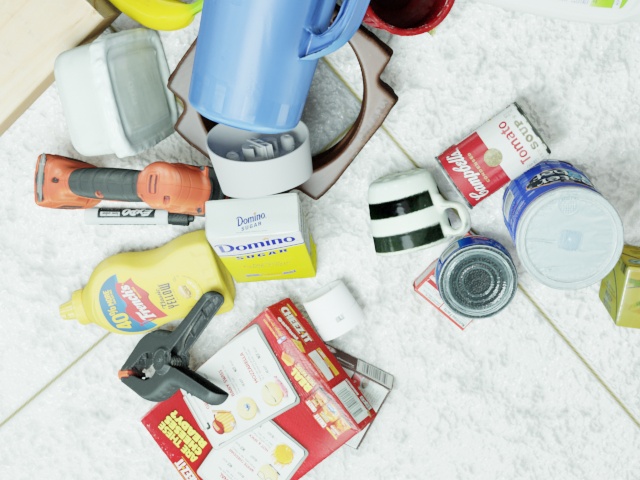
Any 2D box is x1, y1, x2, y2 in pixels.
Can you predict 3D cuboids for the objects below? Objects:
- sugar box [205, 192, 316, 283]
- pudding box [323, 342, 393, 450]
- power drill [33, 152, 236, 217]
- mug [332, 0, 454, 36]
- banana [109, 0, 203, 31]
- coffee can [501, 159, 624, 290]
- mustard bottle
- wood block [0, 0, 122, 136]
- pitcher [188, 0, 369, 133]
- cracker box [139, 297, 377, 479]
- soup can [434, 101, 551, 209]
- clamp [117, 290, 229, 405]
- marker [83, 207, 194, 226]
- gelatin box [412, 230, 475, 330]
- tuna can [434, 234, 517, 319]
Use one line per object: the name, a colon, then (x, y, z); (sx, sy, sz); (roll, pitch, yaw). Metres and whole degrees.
sugar box: (-0.057, 0.002, 1.096); (0.093, 0.176, 0.048); (-5, 76, 5)
pudding box: (0.013, 0.173, 1.208); (0.113, 0.039, 0.090); (27, 108, -1)
power drill: (-0.185, -0.056, 1.109); (0.188, 0.184, 0.057); (3, 87, 22)
mug: (0.062, -0.231, 0.998); (0.117, 0.081, 0.093); (-37, 106, -3)
banana: (-0.196, -0.269, 1.085); (0.198, 0.037, 0.070); (37, 114, 10)
coffee can: (0.242, -0.019, 1.086); (0.103, 0.140, 0.103); (1, 106, 3)
mustard bottle: (-0.197, 0.056, 1.177); (0.192, 0.058, 0.096); (-15, 122, 9)
wood block: (-0.314, -0.193, 1.099); (0.206, 0.091, 0.090); (-42, 100, 13)
pitcher: (-0.037, -0.222, 0.963); (0.145, 0.149, 0.243); (11, 109, -11)
cracker box: (-0.068, 0.192, 1.169); (0.214, 0.072, 0.164); (-42, 81, 23)
soup can: (0.179, -0.088, 1.109); (0.102, 0.068, 0.068); (-35, 101, 11)
clamp: (-0.155, 0.138, 1.145); (0.039, 0.120, 0.172); (19, 142, -38)
marker: (-0.199, -0.026, 1.175); (0.121, 0.020, 0.020); (1, 106, 3)
gelatin box: (0.156, 0.042, 1.166); (0.073, 0.030, 0.089); (40, 104, -9)
tuna can: (0.165, 0.040, 1.130); (0.086, 0.033, 0.086); (1, 106, 2)
